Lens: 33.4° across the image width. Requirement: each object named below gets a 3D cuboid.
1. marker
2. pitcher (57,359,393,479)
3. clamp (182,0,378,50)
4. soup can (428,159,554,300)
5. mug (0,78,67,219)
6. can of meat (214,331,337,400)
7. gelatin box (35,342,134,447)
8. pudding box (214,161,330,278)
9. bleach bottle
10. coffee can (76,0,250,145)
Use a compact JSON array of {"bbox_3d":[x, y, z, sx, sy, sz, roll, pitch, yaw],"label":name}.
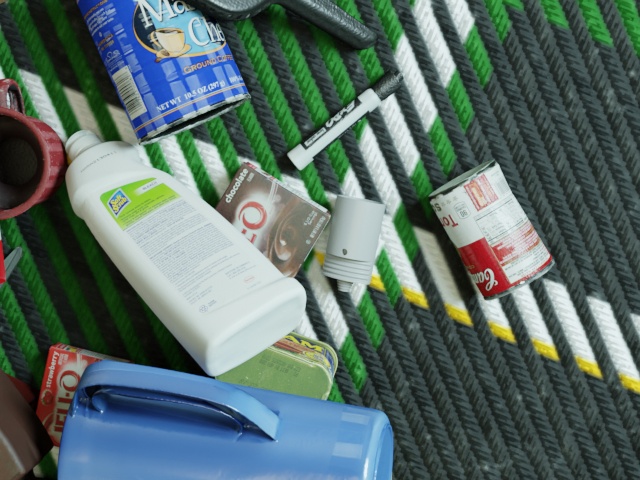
[{"bbox_3d":[0.023,-0.106,0.927,0.121,0.020,0.020,-39,93,5],"label":"marker"},{"bbox_3d":[-0.071,0.165,0.822,0.243,0.149,0.145,5,92,12],"label":"pitcher"},{"bbox_3d":[-0.047,-0.239,0.867,0.209,0.036,0.164,-5,90,-32],"label":"clamp"},{"bbox_3d":[0.144,-0.009,0.907,0.068,0.068,0.102,-30,93,4],"label":"soup can"},{"bbox_3d":[-0.266,-0.079,0.908,0.093,0.081,0.117,-2,95,2],"label":"mug"},{"bbox_3d":[-0.038,0.111,0.916,0.102,0.084,0.057,20,96,0],"label":"can of meat"},{"bbox_3d":[-0.213,0.143,0.952,0.073,0.030,0.089,14,95,1],"label":"gelatin box"},{"bbox_3d":[-0.056,0.001,0.929,0.090,0.039,0.113,31,95,0],"label":"pudding box"},{"bbox_3d":[-0.127,-0.008,0.884,0.102,0.068,0.251,-30,62,-25],"label":"bleach bottle"},{"bbox_3d":[-0.132,-0.163,0.886,0.103,0.103,0.140,-23,94,4],"label":"coffee can"}]
